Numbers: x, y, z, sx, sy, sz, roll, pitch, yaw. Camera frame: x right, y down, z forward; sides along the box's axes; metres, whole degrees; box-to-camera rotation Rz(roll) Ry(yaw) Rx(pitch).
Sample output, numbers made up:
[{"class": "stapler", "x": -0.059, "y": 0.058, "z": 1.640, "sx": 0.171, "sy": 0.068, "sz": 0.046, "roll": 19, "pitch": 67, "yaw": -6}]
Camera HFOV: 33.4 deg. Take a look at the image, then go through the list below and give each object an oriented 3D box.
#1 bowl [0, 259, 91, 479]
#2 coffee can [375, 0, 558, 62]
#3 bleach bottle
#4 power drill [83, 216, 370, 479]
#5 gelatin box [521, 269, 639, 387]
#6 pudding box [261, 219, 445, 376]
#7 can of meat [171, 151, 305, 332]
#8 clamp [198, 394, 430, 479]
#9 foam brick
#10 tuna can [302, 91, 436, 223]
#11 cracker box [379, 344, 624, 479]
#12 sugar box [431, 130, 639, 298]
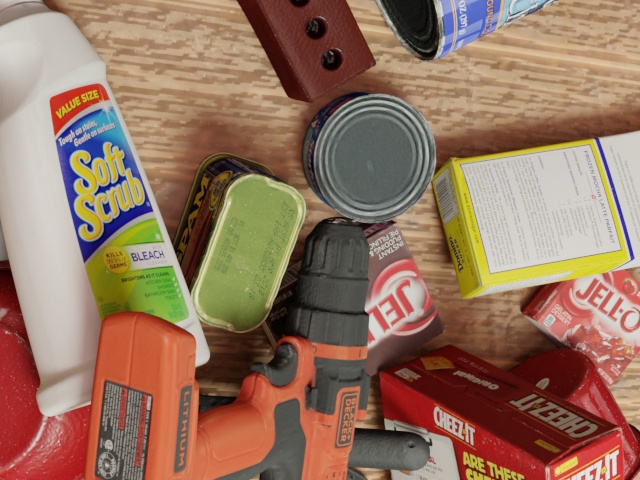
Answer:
[{"class": "bowl", "x": -0.198, "y": 0.091, "z": 0.633, "sx": 0.162, "sy": 0.055, "sz": 0.162, "roll": 0, "pitch": 88, "yaw": 3}, {"class": "coffee can", "x": 0.109, "y": -0.188, "z": 0.675, "sx": 0.140, "sy": 0.103, "sz": 0.103, "roll": -26, "pitch": 107, "yaw": -10}, {"class": "bleach bottle", "x": -0.147, "y": -0.034, "z": 0.612, "sx": 0.102, "sy": 0.068, "sz": 0.251, "roll": -12, "pitch": 80, "yaw": -53}, {"class": "power drill", "x": -0.038, "y": 0.075, "z": 0.588, "sx": 0.187, "sy": 0.057, "sz": 0.184, "roll": 3, "pitch": 93, "yaw": -52}, {"class": "gelatin box", "x": 0.205, "y": 0.053, "z": 0.792, "sx": 0.089, "sy": 0.030, "sz": 0.073, "roll": 41, "pitch": 87, "yaw": -20}, {"class": "pudding box", "x": 0.018, "y": 0.048, "z": 0.729, "sx": 0.113, "sy": 0.039, "sz": 0.090, "roll": -29, "pitch": 109, "yaw": -9}, {"class": "can of meat", "x": -0.054, "y": 0.001, "z": 0.674, "sx": 0.057, "sy": 0.084, "sz": 0.102, "roll": 18, "pitch": 96, "yaw": -20}, {"class": "clamp", "x": -0.015, "y": 0.135, "z": 0.707, "sx": 0.171, "sy": 0.120, "sz": 0.039, "roll": 21, "pitch": 51, "yaw": -19}, {"class": "foam brick", "x": -0.010, "y": -0.134, "z": 0.677, "sx": 0.053, "sy": 0.051, "sz": 0.078, "roll": -32, "pitch": 108, "yaw": -9}, {"class": "tuna can", "x": 0.032, "y": -0.056, "z": 0.715, "sx": 0.086, "sy": 0.034, "sz": 0.086, "roll": -3, "pitch": 102, "yaw": -16}, {"class": "cracker box", "x": 0.123, "y": 0.196, "z": 0.711, "sx": 0.072, "sy": 0.164, "sz": 0.214, "roll": -19, "pitch": 114, "yaw": -29}, {"class": "sugar box", "x": 0.174, "y": -0.021, "z": 0.745, "sx": 0.176, "sy": 0.048, "sz": 0.093, "roll": -8, "pitch": 76, "yaw": -17}]
